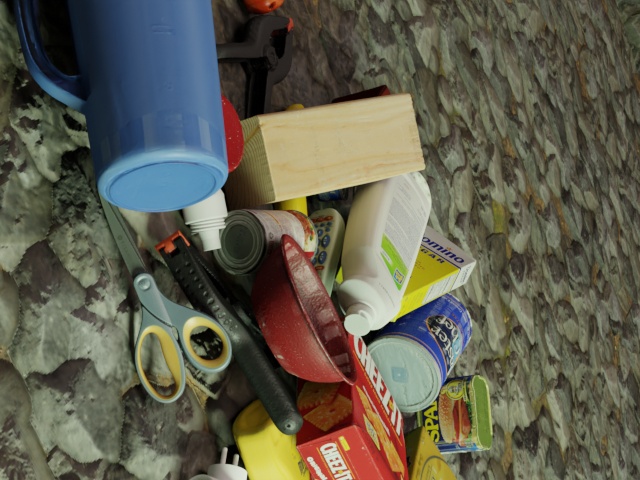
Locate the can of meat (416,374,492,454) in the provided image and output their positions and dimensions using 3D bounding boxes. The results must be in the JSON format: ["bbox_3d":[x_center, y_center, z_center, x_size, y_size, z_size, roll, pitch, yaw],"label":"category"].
[{"bbox_3d":[0.176,0.230,1.402,0.057,0.084,0.102,22,61,-55],"label":"can of meat"}]

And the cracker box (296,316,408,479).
[{"bbox_3d":[0.037,0.202,1.122,0.213,0.072,0.164,-89,155,-64],"label":"cracker box"}]

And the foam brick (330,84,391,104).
[{"bbox_3d":[0.052,-0.154,1.341,0.051,0.078,0.053,62,36,-26],"label":"foam brick"}]

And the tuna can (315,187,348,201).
[{"bbox_3d":[0.011,-0.089,1.263,0.086,0.034,0.086,-4,90,-81],"label":"tuna can"}]

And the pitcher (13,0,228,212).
[{"bbox_3d":[-0.158,-0.152,0.904,0.144,0.149,0.243,35,40,-60],"label":"pitcher"}]

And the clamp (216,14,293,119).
[{"bbox_3d":[-0.066,-0.190,1.194,0.171,0.039,0.120,-53,135,-49],"label":"clamp"}]

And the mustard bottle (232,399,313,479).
[{"bbox_3d":[-0.031,0.257,1.063,0.096,0.058,0.191,-63,136,-75],"label":"mustard bottle"}]

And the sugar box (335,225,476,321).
[{"bbox_3d":[0.109,0.036,1.322,0.175,0.093,0.048,-24,144,-48],"label":"sugar box"}]

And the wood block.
[{"bbox_3d":[0.001,-0.097,1.145,0.205,0.091,0.090,-14,93,-36],"label":"wood block"}]

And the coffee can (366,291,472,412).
[{"bbox_3d":[0.120,0.133,1.324,0.140,0.103,0.103,-45,118,-56],"label":"coffee can"}]

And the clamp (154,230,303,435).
[{"bbox_3d":[-0.082,0.083,1.011,0.210,0.036,0.164,54,4,-25],"label":"clamp"}]

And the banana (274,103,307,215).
[{"bbox_3d":[-0.029,-0.082,1.215,0.069,0.037,0.198,34,51,-49],"label":"banana"}]

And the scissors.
[{"bbox_3d":[-0.136,0.043,0.952,0.016,0.096,0.202,153,-72,-83],"label":"scissors"}]

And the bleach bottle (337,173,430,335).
[{"bbox_3d":[0.062,0.011,1.207,0.102,0.068,0.250,51,32,-21],"label":"bleach bottle"}]

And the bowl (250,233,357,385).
[{"bbox_3d":[-0.023,0.077,1.042,0.162,0.055,0.162,62,8,-16],"label":"bowl"}]

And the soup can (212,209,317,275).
[{"bbox_3d":[-0.057,0.001,1.107,0.102,0.069,0.068,-1,80,-59],"label":"soup can"}]
